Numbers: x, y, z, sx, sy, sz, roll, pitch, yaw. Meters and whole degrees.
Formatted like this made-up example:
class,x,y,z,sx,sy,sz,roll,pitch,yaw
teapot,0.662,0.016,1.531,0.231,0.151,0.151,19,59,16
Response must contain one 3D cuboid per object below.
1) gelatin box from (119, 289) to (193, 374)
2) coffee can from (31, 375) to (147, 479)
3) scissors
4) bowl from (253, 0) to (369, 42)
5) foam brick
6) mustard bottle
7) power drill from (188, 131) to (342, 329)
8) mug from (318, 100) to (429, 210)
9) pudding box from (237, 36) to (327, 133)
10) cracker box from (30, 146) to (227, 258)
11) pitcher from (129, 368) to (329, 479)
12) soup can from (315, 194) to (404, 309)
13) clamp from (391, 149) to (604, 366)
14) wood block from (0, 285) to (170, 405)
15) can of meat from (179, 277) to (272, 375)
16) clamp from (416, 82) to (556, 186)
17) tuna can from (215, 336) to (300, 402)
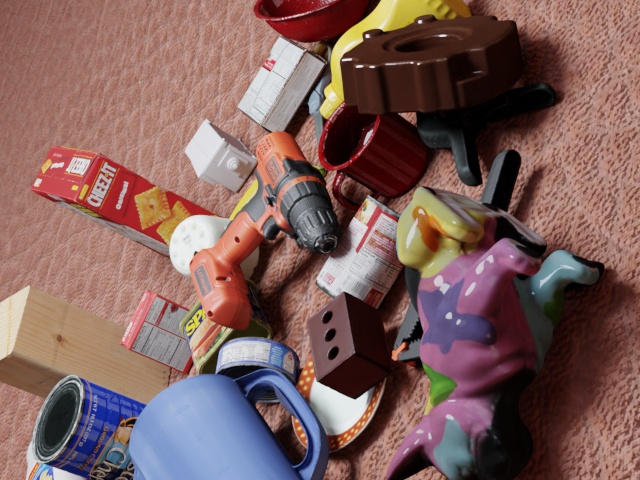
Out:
class,x,y,z,sx,sy,sz,roll,pitch,yaw
gelatin box,-0.184,0.109,1.270,0.030,0.089,0.073,16,79,57
coffee can,-0.239,0.225,1.211,0.103,0.140,0.103,-34,41,36
scissors,-0.016,-0.159,1.313,0.096,0.016,0.201,-26,46,44
bowl,0.001,-0.290,1.317,0.162,0.055,0.162,-17,31,11
foam brick,0.027,0.097,0.987,0.053,0.051,0.078,-41,37,27
mustard bottle,0.068,-0.200,1.154,0.192,0.096,0.058,-43,37,26
power drill,-0.057,0.001,1.106,0.188,0.057,0.184,-53,36,22
mug,0.053,-0.085,1.102,0.093,0.081,0.117,12,76,56
pudding box,-0.049,-0.193,1.334,0.113,0.039,0.090,-59,32,8
cracker box,-0.231,-0.041,1.333,0.164,0.213,0.072,12,75,56
pitcher,-0.064,0.232,0.976,0.243,0.144,0.149,42,127,48
soup can,0.049,0.016,1.044,0.102,0.068,0.069,-58,33,5
clamp,0.142,0.042,0.925,0.210,0.036,0.165,-53,39,16
wood block,-0.290,0.144,1.281,0.090,0.205,0.091,-27,45,41
can of meat,-0.106,0.101,1.202,0.102,0.057,0.084,-50,36,16
clamp,0.139,-0.109,1.035,0.120,0.039,0.172,-47,27,-15
tuna can,-0.064,0.133,1.093,0.086,0.086,0.033,-28,43,41
